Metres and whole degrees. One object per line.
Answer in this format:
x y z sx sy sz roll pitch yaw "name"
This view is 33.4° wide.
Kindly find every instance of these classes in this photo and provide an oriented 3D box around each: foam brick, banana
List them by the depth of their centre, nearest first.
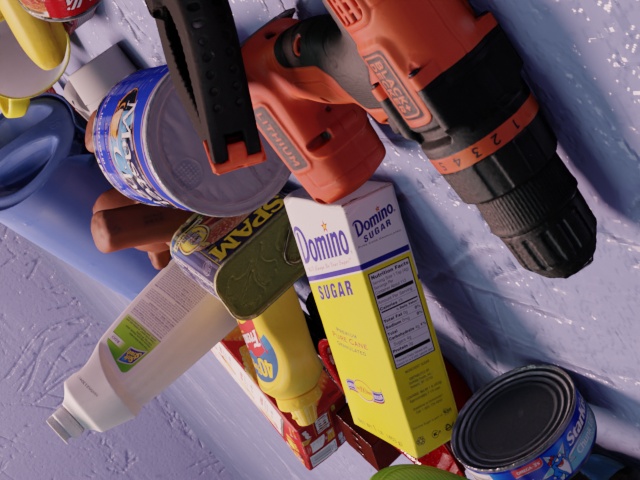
-0.237 -0.193 0.818 0.070 0.037 0.198 37 160 30 "banana"
0.055 0.185 1.058 0.053 0.051 0.078 38 162 29 "foam brick"

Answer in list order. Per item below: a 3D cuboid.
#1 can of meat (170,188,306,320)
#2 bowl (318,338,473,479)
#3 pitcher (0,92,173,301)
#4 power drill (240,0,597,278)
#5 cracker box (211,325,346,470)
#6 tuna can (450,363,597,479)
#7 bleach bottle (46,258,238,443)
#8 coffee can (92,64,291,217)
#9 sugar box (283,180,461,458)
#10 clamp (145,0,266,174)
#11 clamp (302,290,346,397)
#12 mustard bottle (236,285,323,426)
-0.055 0.001 0.816 0.084 0.102 0.057 31 158 50 "can of meat"
0.073 0.122 0.855 0.162 0.055 0.162 42 163 15 "bowl"
-0.241 -0.030 1.092 0.149 0.145 0.242 43 178 42 "pitcher"
0.036 -0.060 0.521 0.184 0.057 0.188 55 160 -14 "power drill"
-0.058 0.127 1.139 0.214 0.072 0.164 48 167 23 "cracker box"
0.126 0.119 0.659 0.033 0.086 0.086 52 163 -23 "tuna can"
-0.154 0.088 0.999 0.103 0.250 0.068 31 157 45 "bleach bottle"
-0.088 -0.071 0.723 0.102 0.102 0.140 53 163 -19 "coffee can"
0.033 0.048 0.706 0.093 0.048 0.176 11 124 64 "sugar box"
-0.076 -0.134 0.552 0.165 0.036 0.210 162 90 -77 "clamp"
0.018 0.112 1.002 0.171 0.039 0.120 57 164 -15 "clamp"
-0.042 0.075 0.936 0.096 0.058 0.191 11 123 66 "mustard bottle"
